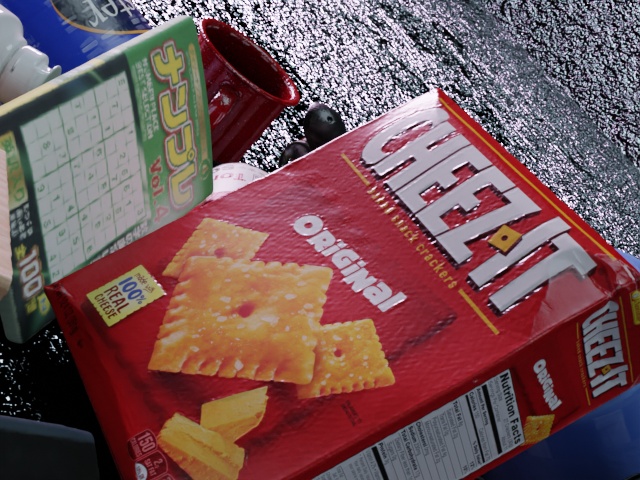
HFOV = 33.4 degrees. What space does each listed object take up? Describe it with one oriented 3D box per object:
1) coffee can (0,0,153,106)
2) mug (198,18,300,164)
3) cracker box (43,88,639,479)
[{"bbox_3d":[-0.160,-0.122,0.618,0.140,0.103,0.102,52,20,-5],"label":"coffee can"},{"bbox_3d":[-0.077,-0.099,0.783,0.093,0.082,0.117,37,21,-14],"label":"mug"},{"bbox_3d":[0.005,0.037,0.463,0.164,0.213,0.072,54,-11,46],"label":"cracker box"}]
